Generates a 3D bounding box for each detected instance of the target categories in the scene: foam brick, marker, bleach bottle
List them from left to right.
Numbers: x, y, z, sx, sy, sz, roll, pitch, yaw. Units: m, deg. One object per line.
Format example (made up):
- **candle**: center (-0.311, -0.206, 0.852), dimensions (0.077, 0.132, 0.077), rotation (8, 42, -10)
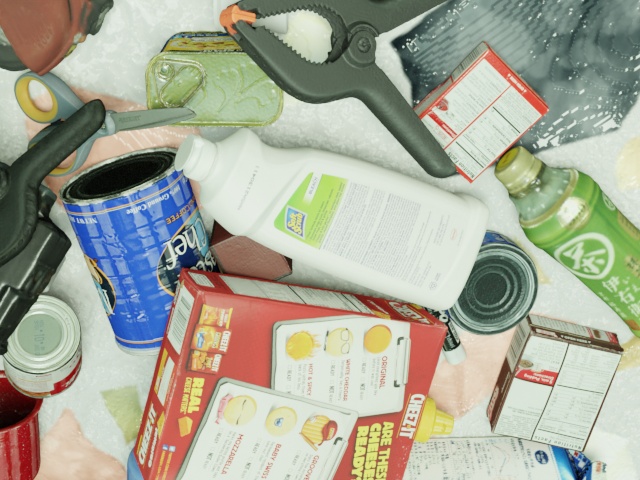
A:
- **foam brick**: center (-0.056, 0.001, 0.880), dimensions (0.051, 0.078, 0.053), rotation (-25, 112, 9)
- **bleach bottle**: center (0.008, -0.029, 0.823), dimensions (0.250, 0.068, 0.102), rotation (22, 87, -27)
- **marker**: center (0.098, 0.056, 0.934), dimensions (0.020, 0.020, 0.121), rotation (-23, 112, 10)

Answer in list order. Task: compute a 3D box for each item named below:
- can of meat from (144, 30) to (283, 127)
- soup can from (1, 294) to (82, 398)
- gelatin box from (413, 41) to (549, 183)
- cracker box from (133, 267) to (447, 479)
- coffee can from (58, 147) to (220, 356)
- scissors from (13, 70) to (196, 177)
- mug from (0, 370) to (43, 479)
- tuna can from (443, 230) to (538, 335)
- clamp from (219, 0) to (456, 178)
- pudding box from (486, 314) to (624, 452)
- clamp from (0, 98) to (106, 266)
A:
- **can of meat**: center (-0.078, -0.127, 0.819), dimensions (0.102, 0.084, 0.057), rotation (0, 114, 0)
- **soup can**: center (-0.235, 0.090, 0.899), dimensions (0.068, 0.102, 0.068), rotation (4, 70, -11)
- **gelatin box**: center (0.125, -0.102, 0.857), dimensions (0.073, 0.030, 0.089), rotation (41, 108, -17)
- **cracker box**: center (-0.025, 0.119, 0.851), dimensions (0.213, 0.072, 0.164), rotation (10, 104, -24)
- **coffee can**: center (-0.140, 0.008, 0.870), dimensions (0.103, 0.103, 0.140), rotation (-14, 113, 6)
- **scissors**: center (-0.175, -0.105, 0.815), dimensions (0.202, 0.016, 0.096), rotation (-20, 98, 44)
- **mug**: center (-0.304, 0.172, 0.960), dimensions (0.117, 0.093, 0.081), rotation (20, 122, 26)
- **tuna can**: center (0.141, 0.037, 0.907), dimensions (0.086, 0.034, 0.086), rotation (-3, 108, -10)
- **clamp**: center (0.028, -0.131, 0.781), dimensions (0.209, 0.036, 0.164), rotation (1, 92, -25)
- **pudding box**: center (0.208, 0.128, 0.955), dimensions (0.090, 0.039, 0.114), rotation (13, 115, -6)
- **clamp**: center (-0.246, -0.051, 0.789), dimensions (0.120, 0.039, 0.171), rotation (26, 83, 15)
